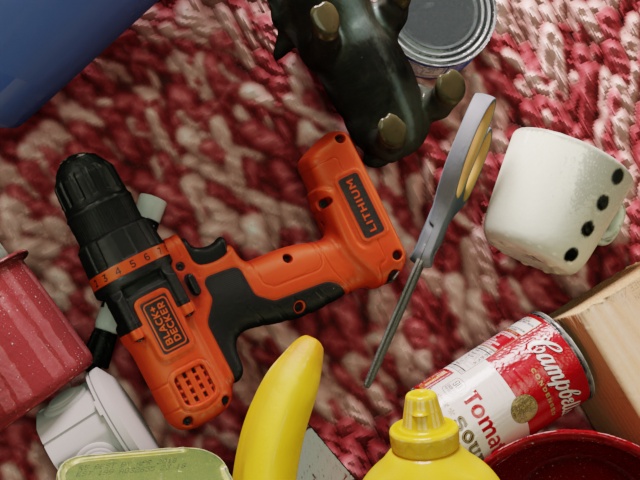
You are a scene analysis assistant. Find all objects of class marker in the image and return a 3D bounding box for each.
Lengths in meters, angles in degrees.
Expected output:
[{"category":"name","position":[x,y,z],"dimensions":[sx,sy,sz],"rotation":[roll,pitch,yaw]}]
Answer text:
[{"category":"marker","position":[-0.128,0.028,0.692],"dimensions":[0.020,0.020,0.121],"rotation":[19,78,-5]}]

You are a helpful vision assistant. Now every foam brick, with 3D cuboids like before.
[{"category":"foam brick","position":[-0.022,0.159,0.669],"dimensions":[0.078,0.053,0.051],"rotation":[-40,88,-12]}]

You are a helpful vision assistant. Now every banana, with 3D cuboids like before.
[{"category":"banana","position":[-0.021,0.157,0.626],"dimensions":[0.069,0.037,0.198],"rotation":[-2,82,-34]}]

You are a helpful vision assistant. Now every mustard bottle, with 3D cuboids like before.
[{"category":"mustard bottle","position":[0.068,0.182,0.636],"dimensions":[0.096,0.058,0.191],"rotation":[-4,100,11]}]

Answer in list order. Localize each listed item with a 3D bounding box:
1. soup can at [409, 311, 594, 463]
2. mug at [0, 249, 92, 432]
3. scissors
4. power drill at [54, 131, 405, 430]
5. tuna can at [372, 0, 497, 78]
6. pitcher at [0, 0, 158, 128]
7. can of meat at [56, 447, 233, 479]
[{"category":"soup can","position":[0.116,0.100,0.693],"dimensions":[0.102,0.068,0.068],"rotation":[-30,86,-12]},{"category":"mug","position":[-0.201,0.071,0.646],"dimensions":[0.117,0.093,0.081],"rotation":[-35,92,18]},{"category":"scissors","position":[0.077,-0.001,0.714],"dimensions":[0.016,0.096,0.202],"rotation":[23,100,15]},{"category":"power drill","position":[-0.054,0.001,0.678],"dimensions":[0.187,0.057,0.184],"rotation":[-27,92,-16]},{"category":"tuna can","position":[0.078,-0.158,0.748],"dimensions":[0.086,0.034,0.086],"rotation":[1,80,-8]},{"category":"pitcher","position":[-0.148,-0.187,0.635],"dimensions":[0.243,0.145,0.149],"rotation":[-44,123,7]},{"category":"can of meat","position":[-0.102,0.167,0.602],"dimensions":[0.102,0.057,0.084],"rotation":[-1,119,-24]}]
